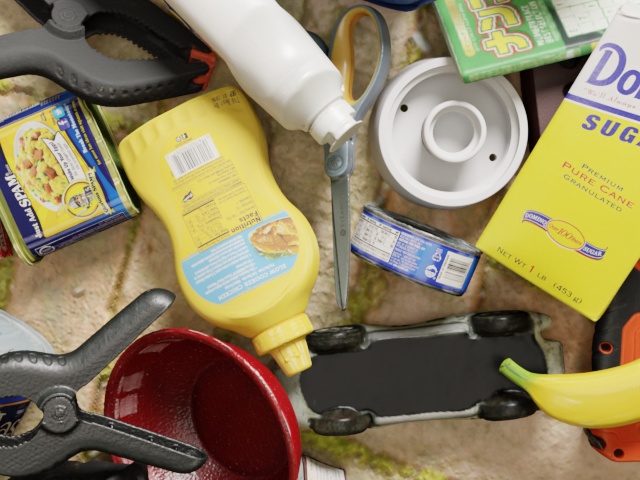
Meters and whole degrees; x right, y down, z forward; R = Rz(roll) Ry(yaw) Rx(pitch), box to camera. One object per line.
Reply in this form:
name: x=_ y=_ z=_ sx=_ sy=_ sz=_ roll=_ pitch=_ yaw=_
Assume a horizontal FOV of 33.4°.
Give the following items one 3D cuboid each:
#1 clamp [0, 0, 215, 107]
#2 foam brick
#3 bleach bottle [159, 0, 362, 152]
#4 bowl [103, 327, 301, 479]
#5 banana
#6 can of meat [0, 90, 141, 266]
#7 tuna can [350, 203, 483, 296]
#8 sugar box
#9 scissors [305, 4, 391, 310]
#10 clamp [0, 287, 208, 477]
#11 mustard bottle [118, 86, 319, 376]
clamp: x=-0.176 y=-0.130 z=0.699 sx=0.210 sy=0.036 sz=0.164 roll=19 pitch=55 yaw=-9
foam brick: x=0.166 y=-0.099 z=0.721 sx=0.053 sy=0.051 sz=0.078 roll=-9 pitch=95 yaw=2
bleach bottle: x=-0.069 y=-0.157 z=0.678 sx=0.068 sy=0.102 sz=0.251 roll=-43 pitch=83 yaw=2
bowl: x=-0.070 y=0.130 z=0.723 sx=0.162 sy=0.055 sz=0.162 roll=9 pitch=107 yaw=30
banana: x=0.219 y=0.073 z=0.686 sx=0.198 sy=0.037 sz=0.069 roll=-24 pitch=93 yaw=4
can of meat: x=-0.179 y=-0.046 z=0.729 sx=0.084 sy=0.057 sz=0.102 roll=-23 pitch=94 yaw=1
tuna can: x=0.063 y=0.006 z=0.715 sx=0.086 sy=0.086 sz=0.034 roll=22 pitch=96 yaw=-1
sugar box: x=0.180 y=-0.047 z=0.659 sx=0.093 sy=0.048 sz=0.176 roll=32 pitch=116 yaw=11
scissors: x=-0.002 y=-0.060 z=0.716 sx=0.096 sy=0.016 sz=0.202 roll=11 pitch=88 yaw=32
clamp: x=-0.154 y=0.111 z=0.669 sx=0.171 sy=0.039 sz=0.120 roll=-20 pitch=93 yaw=-5
mustard bottle: x=-0.055 y=0.001 z=0.713 sx=0.096 sy=0.058 sz=0.191 roll=-26 pitch=83 yaw=3
